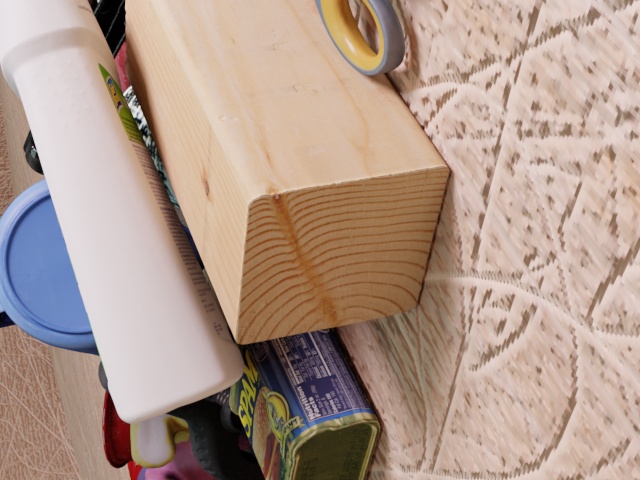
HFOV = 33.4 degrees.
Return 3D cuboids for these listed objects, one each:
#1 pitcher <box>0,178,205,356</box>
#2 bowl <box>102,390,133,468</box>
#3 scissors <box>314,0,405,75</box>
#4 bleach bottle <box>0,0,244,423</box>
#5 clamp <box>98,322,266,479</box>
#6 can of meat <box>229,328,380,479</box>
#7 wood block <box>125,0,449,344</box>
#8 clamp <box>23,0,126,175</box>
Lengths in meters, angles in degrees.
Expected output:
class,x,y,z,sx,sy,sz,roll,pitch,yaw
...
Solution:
class,x,y,z,sx,sy,sz,roll,pitch,yaw
pitcher,-0.163,0.024,0.749,0.149,0.145,0.243,-62,2,-6
bowl,-0.136,0.123,0.933,0.162,0.055,0.162,10,-90,-82
scissors,-0.010,-0.129,0.501,0.202,0.016,0.096,27,133,63
bleach bottle,-0.114,-0.034,0.560,0.102,0.068,0.251,127,122,-86
clamp,-0.066,0.103,0.676,0.039,0.120,0.171,34,147,56
can of meat,-0.010,0.099,0.611,0.102,0.057,0.084,100,150,-46
wood block,-0.028,-0.061,0.518,0.091,0.090,0.206,99,153,-44
clamp,-0.155,-0.109,0.699,0.164,0.036,0.210,-65,17,-10
